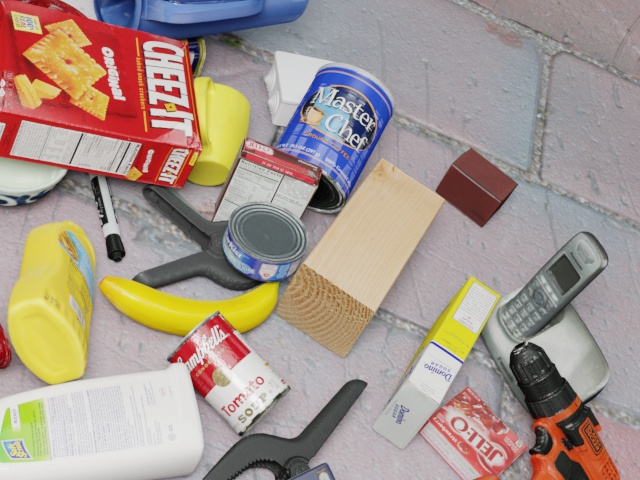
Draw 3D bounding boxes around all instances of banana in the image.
[{"bbox_3d":[-0.122,0.065,1.068,0.197,0.037,0.069,-2,63,-28],"label":"banana"}]

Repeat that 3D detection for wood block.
[{"bbox_3d":[0.046,0.015,1.160,0.091,0.090,0.205,33,45,3],"label":"wood block"}]

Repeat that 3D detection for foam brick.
[{"bbox_3d":[0.193,-0.066,1.328,0.078,0.053,0.051,39,46,8],"label":"foam brick"}]

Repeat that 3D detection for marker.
[{"bbox_3d":[-0.223,-0.028,1.115,0.020,0.020,0.121,-1,53,-27],"label":"marker"}]

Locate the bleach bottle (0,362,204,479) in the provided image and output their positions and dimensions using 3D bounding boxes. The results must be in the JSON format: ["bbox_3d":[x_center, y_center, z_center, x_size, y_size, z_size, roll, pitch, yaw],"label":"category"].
[{"bbox_3d":[-0.232,0.164,0.916,0.250,0.068,0.102,-1,52,-24],"label":"bleach bottle"}]

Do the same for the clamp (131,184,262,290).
[{"bbox_3d":[-0.117,0.000,1.124,0.171,0.039,0.120,6,67,-27],"label":"clamp"}]

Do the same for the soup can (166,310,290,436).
[{"bbox_3d":[-0.086,0.126,1.007,0.102,0.069,0.068,46,47,6],"label":"soup can"}]

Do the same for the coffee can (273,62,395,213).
[{"bbox_3d":[0.011,-0.117,1.218,0.103,0.103,0.140,29,66,-1],"label":"coffee can"}]

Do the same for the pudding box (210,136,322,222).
[{"bbox_3d":[-0.060,-0.049,1.146,0.090,0.114,0.039,22,43,-8],"label":"pudding box"}]

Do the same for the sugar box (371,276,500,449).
[{"bbox_3d":[0.120,0.123,1.100,0.048,0.093,0.176,36,45,7],"label":"sugar box"}]

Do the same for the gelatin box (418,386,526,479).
[{"bbox_3d":[0.156,0.203,1.092,0.089,0.030,0.073,46,48,16],"label":"gelatin box"}]

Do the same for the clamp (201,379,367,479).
[{"bbox_3d":[-0.021,0.210,0.991,0.209,0.036,0.164,0,60,-22],"label":"clamp"}]

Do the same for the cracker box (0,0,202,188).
[{"bbox_3d":[-0.235,-0.151,1.089,0.213,0.072,0.164,9,49,-26],"label":"cracker box"}]

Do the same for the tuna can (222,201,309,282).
[{"bbox_3d":[-0.057,0.001,1.099,0.086,0.034,0.086,13,44,-13],"label":"tuna can"}]

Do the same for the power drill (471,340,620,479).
[{"bbox_3d":[0.209,0.216,1.052,0.187,0.057,0.184,-39,99,-39],"label":"power drill"}]

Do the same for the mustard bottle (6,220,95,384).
[{"bbox_3d":[-0.243,0.038,0.991,0.058,0.096,0.191,-18,33,5],"label":"mustard bottle"}]

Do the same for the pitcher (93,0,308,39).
[{"bbox_3d":[-0.128,-0.294,1.232,0.242,0.145,0.149,-12,78,-33],"label":"pitcher"}]
